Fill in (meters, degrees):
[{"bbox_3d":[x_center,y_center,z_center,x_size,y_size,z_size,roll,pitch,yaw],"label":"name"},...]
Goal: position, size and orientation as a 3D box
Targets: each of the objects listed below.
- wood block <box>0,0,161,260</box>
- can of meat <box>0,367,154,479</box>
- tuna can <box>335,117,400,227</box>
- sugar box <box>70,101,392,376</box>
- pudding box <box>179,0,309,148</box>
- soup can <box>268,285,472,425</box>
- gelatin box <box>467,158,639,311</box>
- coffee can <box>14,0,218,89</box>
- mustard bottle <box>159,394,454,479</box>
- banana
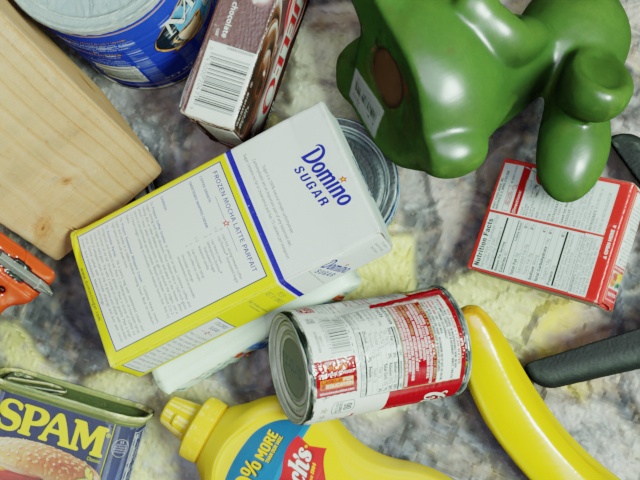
[{"bbox_3d":[-0.186,-0.082,0.596,0.090,0.206,0.091,-40,61,0],"label":"wood block"},{"bbox_3d":[-0.165,0.133,0.660,0.102,0.057,0.084,16,89,2],"label":"can of meat"},{"bbox_3d":[0.007,-0.034,0.671,0.086,0.033,0.086,0,85,5],"label":"tuna can"},{"bbox_3d":[-0.054,0.001,0.630,0.176,0.048,0.093,-25,69,7],"label":"sugar box"},{"bbox_3d":[-0.043,-0.116,0.654,0.039,0.090,0.113,21,88,8],"label":"pudding box"},{"bbox_3d":[0.028,0.067,0.626,0.102,0.069,0.068,-8,84,-21],"label":"soup can"},{"bbox_3d":[0.141,-0.005,0.642,0.089,0.030,0.073,16,86,37],"label":"gelatin box"},{"bbox_3d":[-0.119,-0.155,0.638,0.103,0.140,0.103,0,85,5],"label":"coffee can"},{"bbox_3d":[-0.012,0.149,0.646,0.191,0.058,0.096,29,93,7],"label":"mustard bottle"},{"bbox_3d":[0.145,0.122,0.635,0.198,0.037,0.070,42,125,10],"label":"banana"}]
